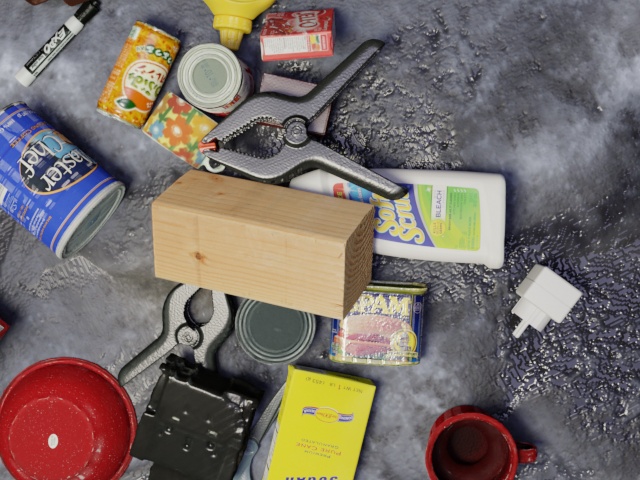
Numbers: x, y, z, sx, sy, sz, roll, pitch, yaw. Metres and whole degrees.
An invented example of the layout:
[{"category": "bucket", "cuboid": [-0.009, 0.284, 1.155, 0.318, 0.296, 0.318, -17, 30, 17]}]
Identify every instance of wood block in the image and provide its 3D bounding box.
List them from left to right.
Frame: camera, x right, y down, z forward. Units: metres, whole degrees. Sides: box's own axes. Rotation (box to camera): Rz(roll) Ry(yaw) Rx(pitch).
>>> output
[{"category": "wood block", "cuboid": [-0.057, 0.001, 1.077, 0.206, 0.090, 0.091, 12, 121, 18]}]

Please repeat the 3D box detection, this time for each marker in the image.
[{"category": "marker", "cuboid": [-0.285, -0.216, 1.159, 0.020, 0.020, 0.121, 45, 94, 1]}]

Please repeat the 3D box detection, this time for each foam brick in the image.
[{"category": "foam brick", "cuboid": [-0.027, -0.142, 1.128, 0.078, 0.051, 0.053, 12, 92, 3]}]

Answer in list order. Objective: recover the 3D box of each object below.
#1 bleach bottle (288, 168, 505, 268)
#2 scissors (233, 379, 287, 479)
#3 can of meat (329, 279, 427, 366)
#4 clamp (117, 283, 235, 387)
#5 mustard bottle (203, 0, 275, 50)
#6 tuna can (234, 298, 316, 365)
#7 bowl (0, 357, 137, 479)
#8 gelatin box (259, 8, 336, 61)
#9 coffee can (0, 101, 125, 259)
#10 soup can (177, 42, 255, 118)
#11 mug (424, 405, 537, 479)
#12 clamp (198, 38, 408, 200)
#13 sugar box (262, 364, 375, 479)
[{"category": "bleach bottle", "cuboid": [0.065, -0.024, 1.121, 0.251, 0.068, 0.102, 1, 93, 6]}, {"category": "scissors", "cuboid": [-0.069, 0.243, 1.160, 0.202, 0.016, 0.096, -42, 90, 4]}, {"category": "can of meat", "cuboid": [0.059, 0.086, 1.127, 0.102, 0.057, 0.084, 4, 95, 4]}, {"category": "clamp", "cuboid": [-0.150, 0.103, 1.150, 0.120, 0.039, 0.171, 12, 95, -2]}, {"category": "mustard bottle", "cuboid": [-0.084, -0.296, 1.123, 0.096, 0.058, 0.191, 7, 92, -10]}, {"category": "tuna can", "cuboid": [-0.047, 0.089, 1.145, 0.086, 0.033, 0.086, 0, 92, 4]}, {"category": "bowl", "cuboid": [-0.283, 0.210, 1.154, 0.162, 0.055, 0.162, 0, 92, 3]}, {"category": "gelatin box", "cuboid": [-0.022, -0.215, 1.107, 0.073, 0.089, 0.030, -3, 117, 5]}, {"category": "coffee can", "cuboid": [-0.291, -0.063, 1.122, 0.140, 0.103, 0.103, 39, 94, 2]}, {"category": "soup can", "cuboid": [-0.107, -0.165, 1.107, 0.068, 0.102, 0.068, 0, 92, 3]}, {"category": "mug", "cuboid": [0.166, 0.218, 1.110, 0.117, 0.081, 0.093, -2, 91, 4]}, {"category": "clamp", "cuboid": [-0.019, -0.119, 1.082, 0.210, 0.036, 0.164, -2, 86, 4]}, {"category": "sugar box", "cuboid": [-0.007, 0.227, 1.135, 0.093, 0.048, 0.176, 12, 90, -7]}]
